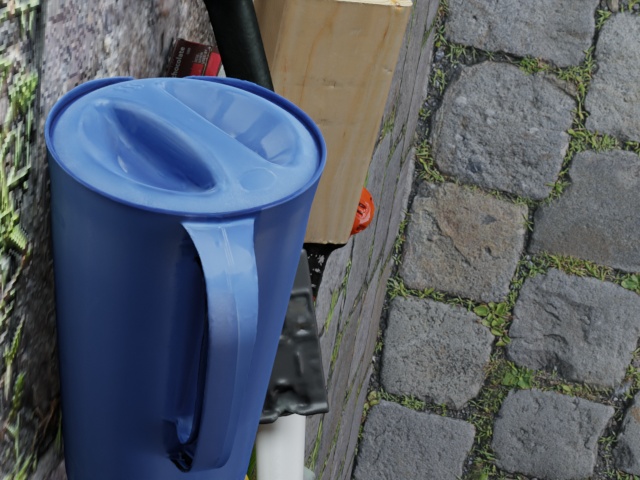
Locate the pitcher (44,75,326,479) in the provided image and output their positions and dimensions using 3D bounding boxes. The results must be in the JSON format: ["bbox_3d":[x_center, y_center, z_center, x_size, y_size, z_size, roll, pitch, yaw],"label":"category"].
[{"bbox_3d":[-0.077,0.047,0.563,0.149,0.145,0.243,-47,154,-51],"label":"pitcher"}]

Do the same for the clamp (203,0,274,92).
[{"bbox_3d":[-0.057,-0.156,0.602,0.210,0.036,0.164,54,27,-70],"label":"clamp"}]

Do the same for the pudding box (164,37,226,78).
[{"bbox_3d":[-0.080,-0.068,0.703,0.113,0.039,0.090,66,38,-73],"label":"pudding box"}]

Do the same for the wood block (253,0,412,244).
[{"bbox_3d":[-0.008,-0.105,0.786,0.091,0.090,0.206,-106,-156,-48],"label":"wood block"}]
